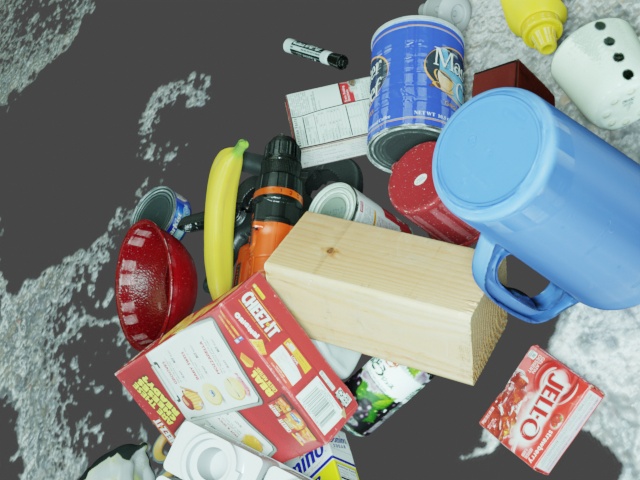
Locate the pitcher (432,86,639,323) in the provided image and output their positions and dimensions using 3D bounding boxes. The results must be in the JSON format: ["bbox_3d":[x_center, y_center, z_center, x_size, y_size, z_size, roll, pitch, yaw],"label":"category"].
[{"bbox_3d":[0.192,-0.025,0.881,0.145,0.242,0.149,-8,69,38],"label":"pitcher"}]

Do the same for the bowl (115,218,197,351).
[{"bbox_3d":[-0.196,0.055,1.310,0.162,0.055,0.162,-3,86,56],"label":"bowl"}]

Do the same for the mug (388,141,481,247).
[{"bbox_3d":[0.116,-0.053,1.085,0.093,0.081,0.117,-56,43,3],"label":"mug"}]

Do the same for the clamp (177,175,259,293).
[{"bbox_3d":[-0.097,-0.016,1.295,0.172,0.039,0.120,-33,60,22],"label":"clamp"}]

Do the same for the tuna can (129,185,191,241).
[{"bbox_3d":[-0.211,-0.027,1.409,0.086,0.033,0.086,-22,54,33],"label":"tuna can"}]

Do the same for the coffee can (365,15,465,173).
[{"bbox_3d":[0.102,-0.153,1.139,0.103,0.102,0.140,-17,57,36],"label":"coffee can"}]

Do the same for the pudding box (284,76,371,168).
[{"bbox_3d":[0.021,-0.136,1.218,0.113,0.039,0.090,-13,55,3],"label":"pudding box"}]

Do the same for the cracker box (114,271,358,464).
[{"bbox_3d":[-0.086,0.145,1.055,0.214,0.164,0.072,-34,5,46],"label":"cracker box"}]

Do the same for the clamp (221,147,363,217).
[{"bbox_3d":[-0.003,-0.088,1.236,0.164,0.036,0.210,-37,52,-5],"label":"clamp"}]

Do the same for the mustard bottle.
[{"bbox_3d":[0.213,-0.266,1.106,0.058,0.096,0.191,-30,50,27],"label":"mustard bottle"}]

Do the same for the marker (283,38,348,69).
[{"bbox_3d":[-0.005,-0.236,1.348,0.121,0.020,0.020,28,87,48],"label":"marker"}]

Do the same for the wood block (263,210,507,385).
[{"bbox_3d":[0.063,0.050,1.003,0.206,0.090,0.090,14,45,26],"label":"wood block"}]

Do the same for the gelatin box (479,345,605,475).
[{"bbox_3d":[0.193,0.148,0.937,0.089,0.030,0.073,-56,43,3],"label":"gelatin box"}]

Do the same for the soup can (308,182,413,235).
[{"bbox_3d":[0.042,-0.010,1.115,0.069,0.102,0.068,-22,53,33],"label":"soup can"}]

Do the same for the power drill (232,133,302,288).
[{"bbox_3d":[-0.058,0.001,1.157,0.188,0.057,0.184,108,170,-63],"label":"power drill"}]

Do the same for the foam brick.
[{"bbox_3d":[0.193,-0.134,1.063,0.051,0.078,0.053,-15,55,37],"label":"foam brick"}]

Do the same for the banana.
[{"bbox_3d":[-0.115,-0.023,1.245,0.070,0.037,0.198,-142,56,-74],"label":"banana"}]

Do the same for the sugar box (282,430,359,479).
[{"bbox_3d":[0.001,0.275,1.032,0.093,0.048,0.176,-39,47,20],"label":"sugar box"}]
